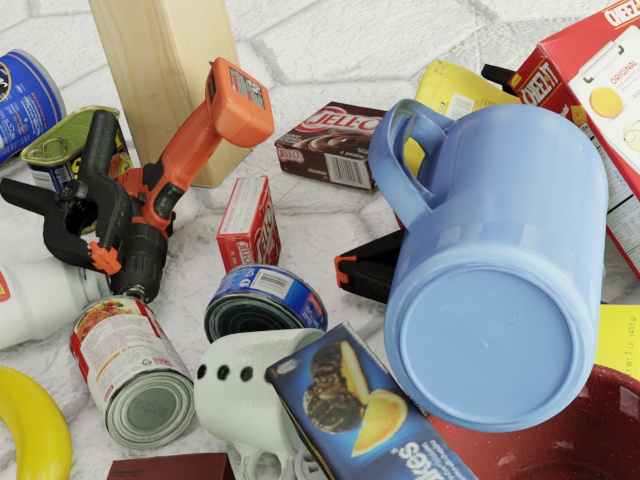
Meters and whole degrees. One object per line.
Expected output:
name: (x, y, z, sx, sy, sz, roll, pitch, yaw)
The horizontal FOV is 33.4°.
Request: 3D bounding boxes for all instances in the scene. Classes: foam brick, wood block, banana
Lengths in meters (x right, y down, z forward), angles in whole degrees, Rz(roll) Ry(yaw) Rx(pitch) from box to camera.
foam brick: (-0.091, 0.168, 0.656, 0.078, 0.051, 0.053, -6, 34, 10)
wood block: (-0.138, -0.164, 1.015, 0.090, 0.206, 0.090, 8, 39, 27)
banana: (-0.214, 0.137, 0.755, 0.069, 0.037, 0.198, -20, 35, -12)

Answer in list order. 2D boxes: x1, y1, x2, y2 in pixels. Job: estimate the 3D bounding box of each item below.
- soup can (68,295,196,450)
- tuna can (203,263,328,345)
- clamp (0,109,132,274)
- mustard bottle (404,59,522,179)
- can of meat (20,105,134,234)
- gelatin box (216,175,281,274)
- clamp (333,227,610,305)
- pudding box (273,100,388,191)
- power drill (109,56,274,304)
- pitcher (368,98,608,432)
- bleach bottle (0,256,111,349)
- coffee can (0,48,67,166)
soup can: (-0.135, 0.093, 0.765, 0.068, 0.068, 0.102, -23, 36, -15)
tuna can: (-0.040, 0.060, 0.766, 0.086, 0.086, 0.033, 3, 38, 21)
clamp: (-0.210, -0.029, 0.889, 0.120, 0.039, 0.171, -34, 45, 12)
mustard bottle: (0.156, -0.063, 0.817, 0.191, 0.058, 0.096, 22, 68, 3)
can of meat: (-0.224, -0.066, 1.012, 0.058, 0.084, 0.102, 10, 40, 30)
gelatin box: (-0.056, 0.001, 0.867, 0.030, 0.073, 0.089, -3, 34, 10)
clamp: (0.118, 0.013, 0.826, 0.210, 0.036, 0.164, 0, 34, 12)
pudding box: (0.027, -0.091, 1.004, 0.114, 0.039, 0.089, 17, 44, 37)
power drill: (-0.116, -0.051, 0.894, 0.188, 0.057, 0.184, -47, 29, 20)
pitcher: (0.100, 0.003, 0.641, 0.149, 0.145, 0.242, 1, 21, 13)
bleach bottle: (-0.299, 0.057, 0.878, 0.250, 0.068, 0.102, -14, 35, -6)
coffee can: (-0.355, -0.126, 1.125, 0.103, 0.103, 0.140, 21, 47, 40)
